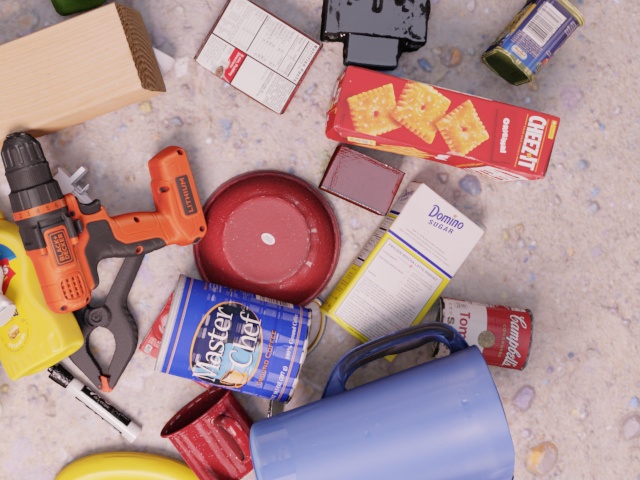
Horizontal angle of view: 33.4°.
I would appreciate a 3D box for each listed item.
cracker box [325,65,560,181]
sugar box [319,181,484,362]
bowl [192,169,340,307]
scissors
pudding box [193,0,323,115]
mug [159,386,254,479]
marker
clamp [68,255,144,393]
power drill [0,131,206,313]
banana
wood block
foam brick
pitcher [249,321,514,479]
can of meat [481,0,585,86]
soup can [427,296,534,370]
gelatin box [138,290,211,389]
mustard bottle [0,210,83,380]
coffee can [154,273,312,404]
[{"bbox_3d":[0.115,-0.115,1.097,0.213,0.164,0.072,14,92,-4],"label":"cracker box"},{"bbox_3d":[0.088,0.033,1.155,0.093,0.048,0.176,37,85,-14],"label":"sugar box"},{"bbox_3d":[-0.057,0.001,1.135,0.162,0.055,0.162,0,86,-2],"label":"bowl"},{"bbox_3d":[-0.060,0.146,1.167,0.096,0.016,0.202,26,89,-3],"label":"scissors"},{"bbox_3d":[-0.066,-0.200,1.138,0.113,0.039,0.090,31,99,-7],"label":"pudding box"},{"bbox_3d":[-0.103,0.208,1.120,0.093,0.117,0.081,-40,100,-30],"label":"mug"},{"bbox_3d":[-0.245,0.174,1.153,0.121,0.020,0.020,40,89,-4],"label":"marker"},{"bbox_3d":[-0.248,0.076,1.141,0.120,0.039,0.171,1,85,2],"label":"clamp"},{"bbox_3d":[-0.220,-0.038,1.087,0.187,0.057,0.184,-20,101,-30],"label":"power drill"},{"bbox_3d":[-0.205,0.260,1.153,0.197,0.037,0.069,-4,110,-3],"label":"banana"},{"bbox_3d":[-0.275,-0.161,1.085,0.206,0.090,0.091,-18,93,9],"label":"wood block"},{"bbox_3d":[0.043,-0.065,1.150,0.078,0.053,0.051,24,90,-6],"label":"foam brick"},{"bbox_3d":[0.057,0.186,1.034,0.243,0.149,0.145,-16,107,1],"label":"pitcher"},{"bbox_3d":[0.223,-0.214,1.134,0.057,0.102,0.084,41,91,-5],"label":"can of meat"},{"bbox_3d":[0.173,0.101,1.157,0.102,0.068,0.068,9,91,-4],"label":"soup can"},{"bbox_3d":[-0.140,0.107,1.153,0.089,0.030,0.073,31,88,-5],"label":"gelatin box"},{"bbox_3d":[-0.322,0.042,1.112,0.096,0.058,0.191,-30,82,32],"label":"mustard bottle"},{"bbox_3d":[-0.089,0.101,1.091,0.140,0.103,0.103,15,91,-7],"label":"coffee can"}]
